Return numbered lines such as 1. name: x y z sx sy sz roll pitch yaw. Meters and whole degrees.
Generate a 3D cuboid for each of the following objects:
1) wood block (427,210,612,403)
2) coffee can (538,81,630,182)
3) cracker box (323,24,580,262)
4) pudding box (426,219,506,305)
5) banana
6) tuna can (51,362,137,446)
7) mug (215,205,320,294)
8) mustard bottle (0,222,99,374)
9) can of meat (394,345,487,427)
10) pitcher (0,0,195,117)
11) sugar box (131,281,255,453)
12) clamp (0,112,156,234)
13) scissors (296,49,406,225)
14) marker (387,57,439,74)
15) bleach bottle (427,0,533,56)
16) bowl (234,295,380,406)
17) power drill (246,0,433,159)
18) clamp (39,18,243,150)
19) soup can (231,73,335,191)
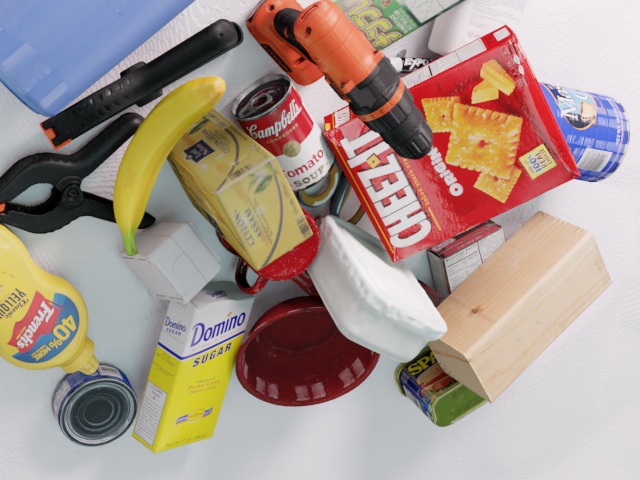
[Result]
1. wood block: 0.225 0.073 1.231 0.206 0.091 0.090 -42 127 -13
2. coffee can: 0.261 -0.124 1.201 0.140 0.103 0.103 6 110 -30
3. cracker box: 0.133 -0.096 1.094 0.214 0.072 0.164 -26 108 11
4. pudding box: 0.182 0.041 1.278 0.090 0.039 0.113 -26 120 -16
5. banana: -0.148 -0.081 0.986 0.037 0.070 0.198 -11 138 -54
6. tuna can: -0.237 0.174 1.125 0.086 0.034 0.086 -11 117 -23
7. mug: -0.057 0.001 1.108 0.093 0.082 0.117 19 103 -33
8. mustard bottle: -0.284 0.071 1.038 0.096 0.058 0.191 -44 125 -5
9. can of meat: 0.155 0.171 1.297 0.102 0.084 0.057 -30 123 -12
10. pitcher: -0.189 -0.229 0.908 0.243 0.145 0.149 -42 81 0
11. sugar box: -0.135 0.134 1.136 0.093 0.048 0.176 -6 121 -52
12. clamp: -0.236 -0.060 1.015 0.171 0.039 0.120 -8 110 -32
13. scissors: 0.030 -0.111 1.141 0.096 0.016 0.202 5 105 -24
14. marker: 0.096 -0.185 1.130 0.120 0.020 0.020 -4 115 -33
15. bleach bottle: 0.194 -0.306 1.107 0.102 0.068 0.251 9 106 -29
16. bowl: -0.017 0.112 1.179 0.162 0.055 0.162 -6 133 -7
17. power drill: 0.016 -0.163 1.005 0.057 0.188 0.184 -45 123 -4
18. clamp: -0.157 -0.147 0.979 0.210 0.164 0.036 -28 99 10
19. soup can: -0.036 -0.107 1.077 0.068 0.069 0.102 -38 125 -7
